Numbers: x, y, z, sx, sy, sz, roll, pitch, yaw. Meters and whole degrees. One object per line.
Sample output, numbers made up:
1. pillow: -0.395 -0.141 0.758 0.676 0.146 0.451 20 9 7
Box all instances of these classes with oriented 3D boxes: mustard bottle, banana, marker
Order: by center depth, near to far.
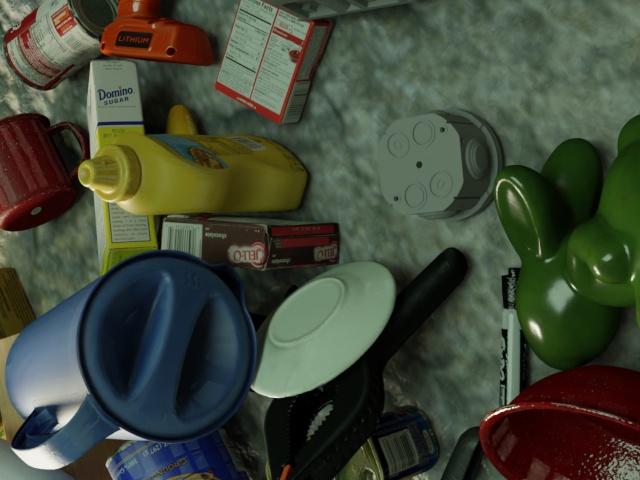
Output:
1. marker: 0.134 0.079 0.740 0.020 0.020 0.121 3 95 37
2. mustard bottle: -0.103 -0.051 0.806 0.096 0.191 0.058 28 109 33
3. banana: -0.131 -0.015 0.927 0.070 0.037 0.198 28 109 33

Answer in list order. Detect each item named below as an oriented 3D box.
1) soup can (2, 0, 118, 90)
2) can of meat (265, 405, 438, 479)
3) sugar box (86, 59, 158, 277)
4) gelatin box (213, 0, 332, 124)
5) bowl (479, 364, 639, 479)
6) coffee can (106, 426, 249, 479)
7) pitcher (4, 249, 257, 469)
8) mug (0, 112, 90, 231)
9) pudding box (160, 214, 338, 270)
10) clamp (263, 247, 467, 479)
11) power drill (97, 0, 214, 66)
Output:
1. soup can: -0.233 -0.189 0.976 0.102 0.068 0.068 -25 78 35
2. can of meat: 0.026 0.163 0.788 0.102 0.083 0.057 -29 75 35
3. sugar box: -0.169 -0.055 0.902 0.093 0.048 0.176 121 145 -63
4. gelatin box: -0.038 -0.147 0.848 0.073 0.030 0.089 31 113 26
5. bowl: 0.182 0.124 0.653 0.162 0.162 0.055 4 52 37
6. coffee can: -0.101 0.224 0.877 0.103 0.102 0.140 -41 69 32
7. pitcher: -0.167 0.099 0.818 0.243 0.149 0.145 -21 69 57
8. mug: -0.272 -0.067 1.009 0.117 0.093 0.081 -29 78 -3
9. pudding box: -0.056 0.001 0.837 0.114 0.089 0.039 7 95 38
10. clamp: 0.020 0.090 0.747 0.165 0.209 0.036 -21 124 32
11. power drill: -0.119 -0.243 0.894 0.185 0.057 0.188 11 96 41
